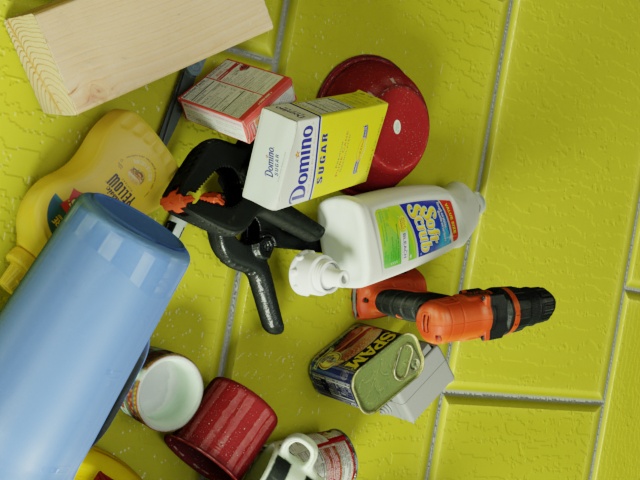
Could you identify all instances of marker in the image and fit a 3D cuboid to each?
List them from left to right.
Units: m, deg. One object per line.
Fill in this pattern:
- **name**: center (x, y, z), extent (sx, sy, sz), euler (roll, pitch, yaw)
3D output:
- **marker**: center (-0.160, 0.024, 1.040), extent (0.020, 0.020, 0.121), euler (32, 76, -37)

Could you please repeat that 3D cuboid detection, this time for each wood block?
- **wood block**: center (-0.159, -0.193, 0.952), extent (0.205, 0.090, 0.091), euler (-29, 111, -26)

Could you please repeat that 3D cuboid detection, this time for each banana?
- **banana**: center (-0.216, 0.232, 1.018), extent (0.197, 0.037, 0.069), euler (33, 95, -35)

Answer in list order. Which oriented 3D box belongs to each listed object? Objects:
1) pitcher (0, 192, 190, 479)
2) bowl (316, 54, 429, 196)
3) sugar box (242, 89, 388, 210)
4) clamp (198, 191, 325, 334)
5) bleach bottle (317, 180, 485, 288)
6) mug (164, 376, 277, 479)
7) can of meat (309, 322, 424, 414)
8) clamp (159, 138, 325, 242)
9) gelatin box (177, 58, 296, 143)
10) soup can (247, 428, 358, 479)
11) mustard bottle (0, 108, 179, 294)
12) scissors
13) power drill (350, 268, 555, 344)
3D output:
- **pitcher**: center (-0.208, 0.088, 0.903), extent (0.145, 0.149, 0.243), euler (31, 96, -13)
- **bowl**: center (0.069, -0.125, 1.177), extent (0.161, 0.055, 0.162), euler (-6, 99, -37)
- **sugar box**: center (-0.002, -0.091, 1.049), extent (0.175, 0.048, 0.093), euler (-25, 135, -57)
- **clamp**: center (-0.057, 0.001, 1.107), extent (0.120, 0.039, 0.171), euler (-55, 128, -32)
- **bleach bottle**: center (0.105, -0.024, 1.203), extent (0.250, 0.068, 0.102), euler (-20, 106, -45)
- **mug**: center (-0.094, 0.198, 1.081), extent (0.081, 0.093, 0.117), euler (-55, 152, -25)
- **can of meat**: center (0.049, 0.138, 1.180), extent (0.102, 0.084, 0.057), euler (-35, 116, -29)
- **clamp**: center (-0.077, -0.068, 1.042), extent (0.209, 0.036, 0.164), euler (-12, 90, -52)
- **gelatin box**: center (-0.079, -0.135, 1.021), extent (0.073, 0.089, 0.030), euler (-46, 141, -29)
- **soup can**: center (-0.019, 0.246, 1.152), extent (0.102, 0.069, 0.068), euler (-6, 100, -37)
- **mustard bottle**: center (-0.216, -0.025, 0.964), extent (0.191, 0.058, 0.096), euler (-49, 127, -22)
- **scissors**: center (-0.134, -0.187, 1.033), extent (0.096, 0.016, 0.201), euler (44, 70, -32)
- **power drill**: center (0.139, 0.067, 1.175), extent (0.184, 0.188, 0.057), euler (-4, 97, -36)
